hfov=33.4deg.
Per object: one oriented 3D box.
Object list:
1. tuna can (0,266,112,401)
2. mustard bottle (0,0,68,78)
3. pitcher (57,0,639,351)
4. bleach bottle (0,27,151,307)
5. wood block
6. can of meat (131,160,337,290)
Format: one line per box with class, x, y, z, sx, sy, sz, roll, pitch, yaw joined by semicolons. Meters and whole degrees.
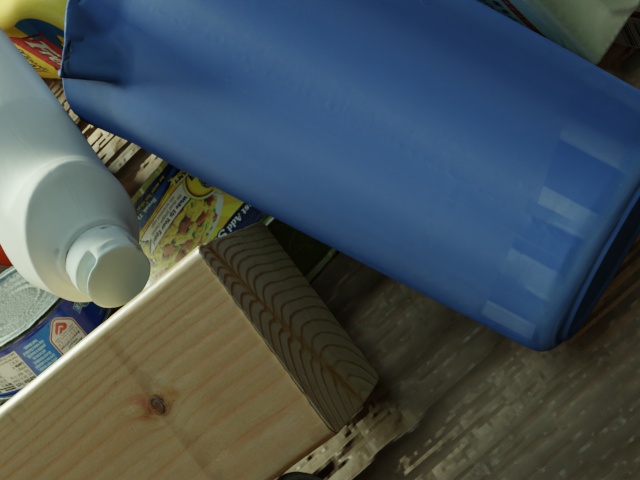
tuna can;-0.158;0.044;0.579;0.086;0.033;0.086;-24;31;15
mustard bottle;-0.139;-0.124;0.614;0.192;0.096;0.058;10;75;33
pitcher;0.024;-0.061;0.460;0.243;0.145;0.149;30;79;19
bleach bottle;-0.153;-0.052;0.504;0.068;0.102;0.251;-28;44;-23
wood block;-0.088;0.093;0.465;0.206;0.090;0.091;-38;87;16
can of meat;-0.054;0.001;0.542;0.102;0.057;0.084;-48;54;8
